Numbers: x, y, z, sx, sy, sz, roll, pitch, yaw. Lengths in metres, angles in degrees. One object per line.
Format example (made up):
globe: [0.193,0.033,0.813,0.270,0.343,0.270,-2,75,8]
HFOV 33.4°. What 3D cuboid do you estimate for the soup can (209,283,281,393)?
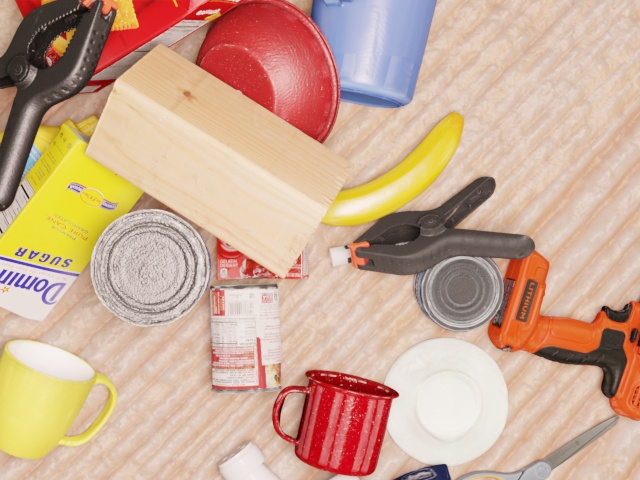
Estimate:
soup can: [-0.073,0.093,1.027,0.068,0.068,0.102,-2,88,-5]

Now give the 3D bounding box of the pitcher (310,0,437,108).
pitcher: [0.049,-0.256,1.011,0.149,0.145,0.243,11,91,-8]

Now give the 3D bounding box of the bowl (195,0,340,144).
bowl: [-0.063,-0.143,0.992,0.162,0.055,0.162,16,119,30]

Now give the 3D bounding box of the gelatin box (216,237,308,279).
gelatin box: [-0.057,0.001,1.038,0.089,0.030,0.073,0,90,12]

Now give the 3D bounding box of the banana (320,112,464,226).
banana: [0.063,-0.061,1.057,0.197,0.037,0.069,-23,91,-5]

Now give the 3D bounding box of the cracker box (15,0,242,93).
cracker box: [-0.182,-0.254,0.980,0.214,0.072,0.164,-26,91,26]

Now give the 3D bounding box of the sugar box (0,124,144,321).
sugar box: [-0.248,-0.013,0.990,0.093,0.048,0.176,32,98,-42]

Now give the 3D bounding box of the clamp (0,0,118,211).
clamp: [-0.258,-0.137,0.955,0.210,0.036,0.165,-36,66,15]

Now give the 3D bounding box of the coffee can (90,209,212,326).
coffee can: [-0.152,0.025,0.986,0.102,0.140,0.103,0,89,-5]

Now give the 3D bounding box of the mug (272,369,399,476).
mug: [0.011,0.173,1.020,0.117,0.093,0.081,12,92,-15]

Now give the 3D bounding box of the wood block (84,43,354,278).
wood block: [-0.087,-0.071,0.941,0.206,0.090,0.090,32,127,-1]

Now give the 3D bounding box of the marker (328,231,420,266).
marker: [0.069,0.005,1.065,0.121,0.020,0.020,-12,90,-5]

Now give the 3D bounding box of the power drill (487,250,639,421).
power drill: [0.274,0.069,1.061,0.187,0.057,0.184,19,87,-4]

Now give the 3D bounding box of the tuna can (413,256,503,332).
tuna can: [0.137,0.047,1.057,0.086,0.034,0.086,-1,96,-5]

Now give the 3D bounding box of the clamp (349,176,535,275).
clamp: [0.116,-0.001,1.021,0.171,0.120,0.039,-23,124,-9]

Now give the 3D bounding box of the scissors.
scissors: [0.220,0.252,1.073,0.201,0.016,0.096,-17,92,-4]
